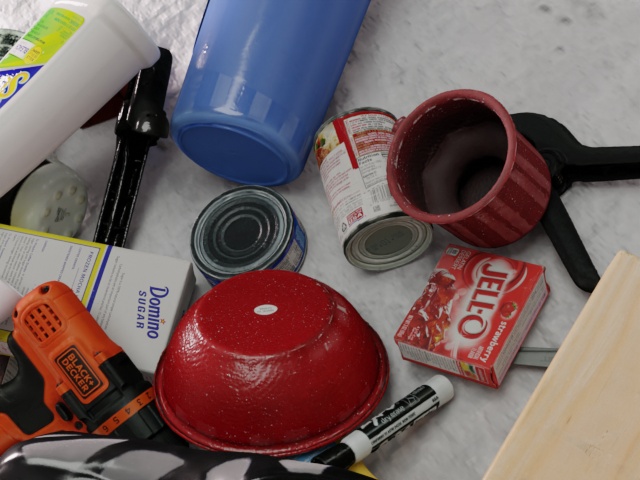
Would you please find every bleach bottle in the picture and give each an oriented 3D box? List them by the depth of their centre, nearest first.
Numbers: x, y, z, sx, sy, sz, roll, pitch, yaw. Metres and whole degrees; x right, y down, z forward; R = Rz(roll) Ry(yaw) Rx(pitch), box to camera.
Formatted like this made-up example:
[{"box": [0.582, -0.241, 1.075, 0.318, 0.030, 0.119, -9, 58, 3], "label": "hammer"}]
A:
[{"box": [-0.238, -0.079, 0.798, 0.250, 0.068, 0.103, -49, 41, -10], "label": "bleach bottle"}]

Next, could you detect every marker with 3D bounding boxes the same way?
[{"box": [0.039, 0.119, 0.676, 0.120, 0.020, 0.020, -27, 48, -37], "label": "marker"}]

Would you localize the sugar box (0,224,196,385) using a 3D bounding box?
[{"box": [-0.189, 0.046, 0.795, 0.176, 0.048, 0.093, 13, 65, 4], "label": "sugar box"}]

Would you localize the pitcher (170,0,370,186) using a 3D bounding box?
[{"box": [-0.040, -0.169, 0.860, 0.145, 0.149, 0.242, 17, 68, 2], "label": "pitcher"}]

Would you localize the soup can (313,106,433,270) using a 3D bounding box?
[{"box": [0.038, -0.038, 0.778, 0.068, 0.068, 0.102, -20, 56, 7], "label": "soup can"}]

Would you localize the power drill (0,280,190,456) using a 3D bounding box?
[{"box": [-0.194, 0.149, 0.731, 0.187, 0.057, 0.184, -38, 85, 2], "label": "power drill"}]

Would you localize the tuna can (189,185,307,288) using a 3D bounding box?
[{"box": [-0.055, 0.001, 0.809, 0.086, 0.033, 0.086, -9, 57, 14], "label": "tuna can"}]

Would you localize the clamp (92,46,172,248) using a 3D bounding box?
[{"box": [-0.142, -0.097, 0.852, 0.036, 0.165, 0.210, 16, 50, -16], "label": "clamp"}]

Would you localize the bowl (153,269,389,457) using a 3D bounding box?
[{"box": [-0.035, 0.068, 0.710, 0.162, 0.055, 0.162, -3, 35, 2], "label": "bowl"}]

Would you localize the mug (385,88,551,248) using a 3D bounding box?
[{"box": [0.096, -0.049, 0.724, 0.117, 0.081, 0.093, 35, 94, 38], "label": "mug"}]

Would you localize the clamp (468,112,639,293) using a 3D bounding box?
[{"box": [0.173, -0.050, 0.755, 0.120, 0.039, 0.172, -41, 55, -8], "label": "clamp"}]

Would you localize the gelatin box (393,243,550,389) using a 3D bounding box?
[{"box": [0.102, 0.048, 0.715, 0.073, 0.030, 0.089, 15, 57, 33], "label": "gelatin box"}]
